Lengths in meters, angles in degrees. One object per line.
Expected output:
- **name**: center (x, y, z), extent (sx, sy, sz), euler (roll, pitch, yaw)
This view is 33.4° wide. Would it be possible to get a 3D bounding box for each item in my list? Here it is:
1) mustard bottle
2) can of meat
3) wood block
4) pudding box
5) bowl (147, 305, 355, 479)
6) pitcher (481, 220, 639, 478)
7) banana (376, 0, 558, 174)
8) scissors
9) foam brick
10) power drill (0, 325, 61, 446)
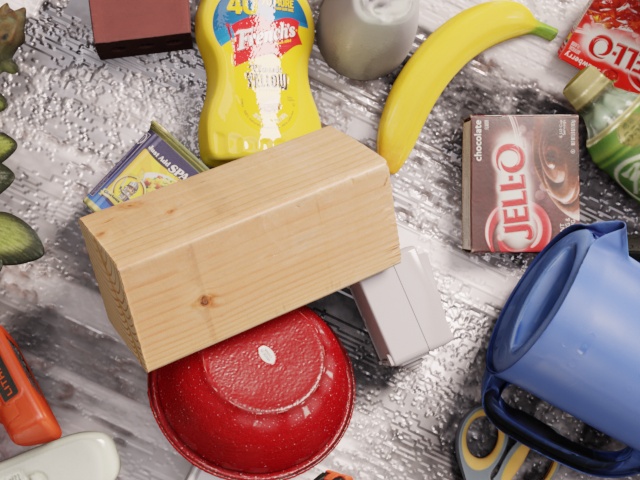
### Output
- **mustard bottle**: center (-0.051, -0.154, 0.849), extent (0.096, 0.058, 0.191), euler (-1, 83, -20)
- **can of meat**: center (-0.121, -0.028, 0.832), extent (0.102, 0.057, 0.084), euler (42, 83, -1)
- **wood block**: center (-0.055, 0.001, 0.773), extent (0.205, 0.090, 0.091), euler (-22, 122, -20)
- **pudding box**: center (0.162, -0.045, 0.868), extent (0.090, 0.039, 0.113), euler (-1, 90, -7)
- **bowl**: center (-0.047, 0.096, 0.798), extent (0.162, 0.055, 0.162), euler (6, 59, -10)
- **pitcher**: center (0.252, 0.110, 0.811), extent (0.243, 0.149, 0.145), euler (32, 65, -4)
- **banana**: center (0.108, -0.139, 0.877), extent (0.197, 0.037, 0.069), euler (-40, 89, -8)
- **scissors**: center (0.112, 0.215, 0.854), extent (0.096, 0.016, 0.201), euler (44, 82, 1)
- **foam brick**: center (-0.142, -0.178, 0.847), extent (0.078, 0.053, 0.051), euler (-8, 85, -6)
- **power drill**: center (-0.289, 0.156, 0.774), extent (0.187, 0.057, 0.184), euler (-29, 68, -11)
